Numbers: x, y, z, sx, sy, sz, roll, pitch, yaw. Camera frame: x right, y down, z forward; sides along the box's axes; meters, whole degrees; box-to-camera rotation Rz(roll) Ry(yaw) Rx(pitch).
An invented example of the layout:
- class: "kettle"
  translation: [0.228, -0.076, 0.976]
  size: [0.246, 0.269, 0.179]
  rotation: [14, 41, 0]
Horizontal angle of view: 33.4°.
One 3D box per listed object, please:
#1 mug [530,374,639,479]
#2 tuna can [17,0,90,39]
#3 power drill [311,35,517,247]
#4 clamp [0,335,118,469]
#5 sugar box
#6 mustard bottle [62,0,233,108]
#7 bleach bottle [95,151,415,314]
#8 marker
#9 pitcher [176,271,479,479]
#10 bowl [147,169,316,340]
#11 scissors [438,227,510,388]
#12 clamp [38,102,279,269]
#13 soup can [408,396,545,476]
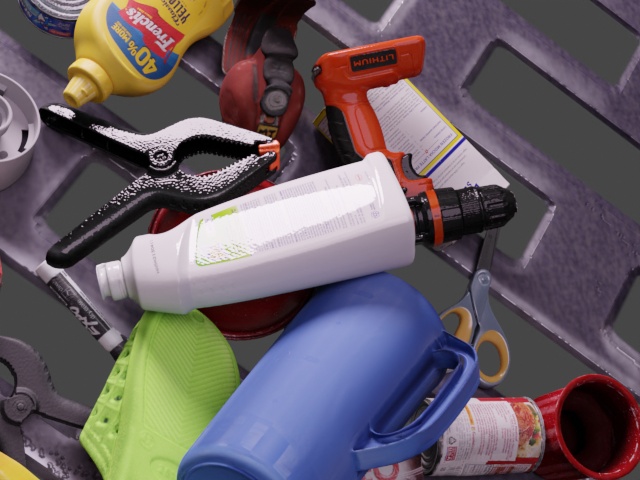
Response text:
- class: "mug"
  translation: [0.242, 0.177, 0.969]
  size: [0.117, 0.082, 0.093]
  rotation: [15, 68, -16]
- class: "tuna can"
  translation: [-0.231, -0.229, 0.970]
  size: [0.086, 0.034, 0.086]
  rotation: [6, 70, -17]
- class: "power drill"
  translation: [0.074, -0.084, 0.961]
  size: [0.184, 0.057, 0.187]
  rotation: [-11, 87, -5]
- class: "clamp"
  translation: [-0.241, 0.143, 0.839]
  size: [0.171, 0.039, 0.120]
  rotation: [42, 59, -5]
- class: "sugar box"
  translation: [0.087, -0.083, 1.024]
  size: [0.093, 0.048, 0.176]
  rotation: [-43, 93, -22]
- class: "mustard bottle"
  translation: [-0.163, -0.185, 0.952]
  size: [0.096, 0.058, 0.191]
  rotation: [54, 56, -27]
- class: "bleach bottle"
  translation: [-0.056, 0.001, 0.865]
  size: [0.250, 0.068, 0.102]
  rotation: [-13, 45, -8]
- class: "marker"
  translation: [-0.192, 0.065, 0.892]
  size: [0.020, 0.020, 0.121]
  rotation: [-41, 89, -26]
- class: "pitcher"
  translation: [0.006, 0.134, 0.822]
  size: [0.145, 0.149, 0.242]
  rotation: [43, 41, 1]
- class: "bowl"
  translation: [-0.068, 0.004, 0.936]
  size: [0.162, 0.055, 0.162]
  rotation: [6, 71, -18]
- class: "scissors"
  translation: [0.165, 0.056, 1.021]
  size: [0.096, 0.016, 0.201]
  rotation: [38, 64, -5]
- class: "clamp"
  translation: [-0.141, -0.068, 0.910]
  size: [0.209, 0.036, 0.164]
  rotation: [-14, 60, -10]
- class: "soup can"
  translation: [0.137, 0.173, 0.943]
  size: [0.102, 0.069, 0.068]
  rotation: [2, 72, -18]
